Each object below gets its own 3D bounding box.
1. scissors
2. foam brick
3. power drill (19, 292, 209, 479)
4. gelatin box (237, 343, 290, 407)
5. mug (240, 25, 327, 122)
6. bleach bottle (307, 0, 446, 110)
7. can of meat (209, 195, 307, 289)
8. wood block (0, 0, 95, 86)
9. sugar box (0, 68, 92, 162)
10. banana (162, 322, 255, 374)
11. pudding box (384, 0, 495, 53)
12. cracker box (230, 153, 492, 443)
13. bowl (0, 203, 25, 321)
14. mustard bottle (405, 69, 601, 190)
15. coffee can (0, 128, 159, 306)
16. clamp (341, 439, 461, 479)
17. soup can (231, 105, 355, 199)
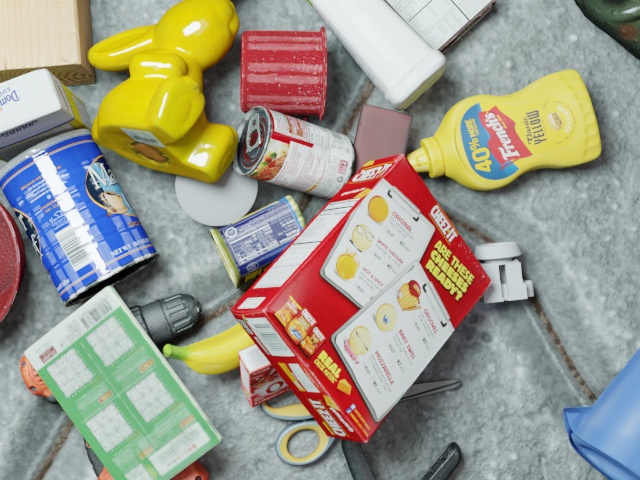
[{"bbox_3d":[0.038,0.180,1.065,0.201,0.016,0.096,4,84,-1],"label":"scissors"},{"bbox_3d":[0.058,-0.090,1.070,0.051,0.053,0.078,13,84,-2],"label":"foam brick"},{"bbox_3d":[-0.177,0.161,1.039,0.184,0.057,0.187,-23,85,-4],"label":"power drill"},{"bbox_3d":[-0.033,0.118,1.030,0.089,0.073,0.030,-22,59,-15],"label":"gelatin box"},{"bbox_3d":[-0.038,-0.154,1.055,0.081,0.093,0.117,0,120,-5],"label":"mug"},{"bbox_3d":[0.017,-0.242,1.054,0.068,0.102,0.251,-42,87,3],"label":"bleach bottle"},{"bbox_3d":[-0.057,0.001,1.034,0.084,0.102,0.057,-26,86,-7],"label":"can of meat"},{"bbox_3d":[-0.279,-0.260,1.049,0.091,0.090,0.206,-5,86,-2],"label":"wood block"},{"bbox_3d":[-0.273,-0.112,0.994,0.093,0.176,0.048,-22,87,-4],"label":"sugar box"},{"bbox_3d":[-0.054,0.073,1.026,0.197,0.069,0.037,-35,57,-10],"label":"banana"},{"bbox_3d":[0.109,-0.253,1.092,0.090,0.039,0.113,-42,87,-4],"label":"pudding box"},{"bbox_3d":[0.041,0.052,0.984,0.213,0.072,0.164,-48,113,-28],"label":"cracker box"},{"bbox_3d":[-0.340,0.014,1.025,0.162,0.055,0.162,3,97,21],"label":"bowl"},{"bbox_3d":[0.178,-0.102,1.073,0.191,0.058,0.096,-16,91,-3],"label":"mustard bottle"},{"bbox_3d":[-0.233,-0.022,1.026,0.102,0.103,0.140,-29,88,-5],"label":"coffee can"},{"bbox_3d":[0.079,0.269,1.050,0.120,0.039,0.171,0,93,-2],"label":"clamp"},{"bbox_3d":[-0.025,-0.083,1.031,0.102,0.069,0.068,15,84,-32],"label":"soup can"}]
